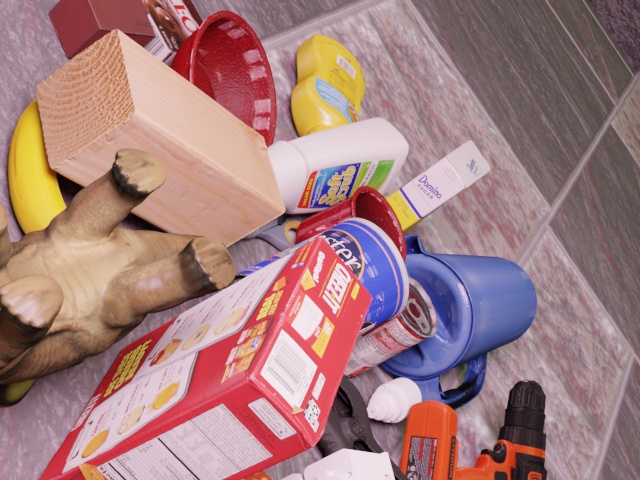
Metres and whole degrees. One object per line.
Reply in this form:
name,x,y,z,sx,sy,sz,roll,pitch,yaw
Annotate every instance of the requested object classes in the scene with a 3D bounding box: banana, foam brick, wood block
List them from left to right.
banana,-0.220,-0.058,0.862,0.069,0.037,0.198,20,43,-42
foam brick,-0.205,-0.203,1.004,0.078,0.051,0.053,-5,67,-56
wood block,-0.130,-0.075,0.900,0.205,0.090,0.091,33,32,-53

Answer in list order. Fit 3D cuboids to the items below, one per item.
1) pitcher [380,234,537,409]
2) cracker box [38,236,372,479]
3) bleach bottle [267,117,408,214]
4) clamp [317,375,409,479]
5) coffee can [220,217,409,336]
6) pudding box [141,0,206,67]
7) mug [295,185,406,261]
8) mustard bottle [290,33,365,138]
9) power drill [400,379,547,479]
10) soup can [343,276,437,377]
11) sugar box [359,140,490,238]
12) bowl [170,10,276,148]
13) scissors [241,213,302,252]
pitcher,0.154,0.086,1.193,0.145,0.149,0.242,39,20,24
cracker box,-0.078,0.106,0.742,0.072,0.214,0.164,50,32,-16
bleach bottle,-0.010,-0.066,1.098,0.068,0.103,0.250,46,34,18
clamp,0.031,0.187,0.996,0.120,0.039,0.171,16,50,-50
coffee can,-0.005,0.051,0.961,0.140,0.103,0.103,-26,84,-35
pudding box,-0.163,-0.229,1.100,0.089,0.039,0.113,-13,73,-59
mug,0.022,0.001,1.083,0.117,0.082,0.093,3,66,-56
mustard bottle,0.008,-0.158,1.261,0.096,0.058,0.191,42,34,-28
power drill,0.165,0.219,1.091,0.187,0.057,0.184,22,69,-39
soup can,0.056,0.087,1.062,0.068,0.102,0.068,35,37,-32
sugar box,0.094,-0.037,1.156,0.048,0.176,0.093,57,30,0
bowl,-0.105,-0.142,1.056,0.161,0.055,0.162,17,71,-62
scissors,-0.057,0.001,1.064,0.096,0.016,0.201,52,31,-9
